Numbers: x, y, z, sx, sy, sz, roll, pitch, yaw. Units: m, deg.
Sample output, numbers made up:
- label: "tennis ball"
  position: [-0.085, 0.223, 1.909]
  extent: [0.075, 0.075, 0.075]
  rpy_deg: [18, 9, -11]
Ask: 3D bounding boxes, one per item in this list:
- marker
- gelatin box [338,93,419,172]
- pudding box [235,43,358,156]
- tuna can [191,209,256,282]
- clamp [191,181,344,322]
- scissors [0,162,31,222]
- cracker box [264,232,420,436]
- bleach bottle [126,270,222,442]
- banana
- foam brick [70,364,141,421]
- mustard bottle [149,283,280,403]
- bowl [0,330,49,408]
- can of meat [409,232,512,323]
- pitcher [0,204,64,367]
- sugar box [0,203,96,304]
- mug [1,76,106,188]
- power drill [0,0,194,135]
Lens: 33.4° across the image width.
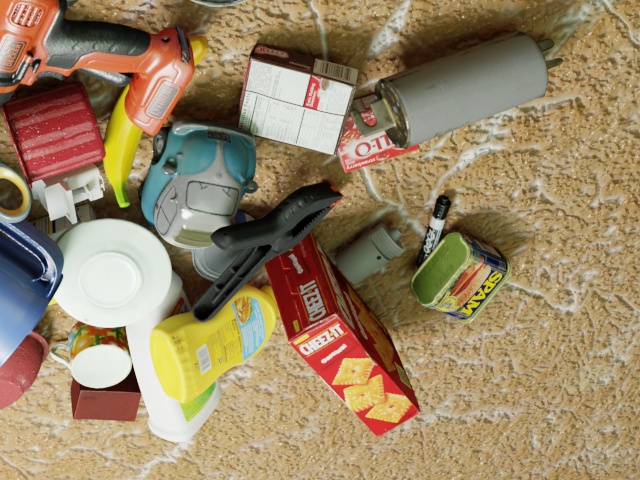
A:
- label: "marker"
  position: [0.135, -0.003, 1.293]
  extent: [0.020, 0.020, 0.121]
  rpy_deg: [1, 128, -17]
- label: "gelatin box"
  position: [0.059, -0.121, 1.167]
  extent: [0.089, 0.030, 0.073]
  rpy_deg: [-17, 131, -1]
- label: "pudding box"
  position: [-0.025, -0.144, 1.101]
  extent: [0.113, 0.039, 0.090]
  rpy_deg: [15, 126, -2]
- label: "tuna can"
  position: [-0.106, 0.006, 1.222]
  extent: [0.086, 0.034, 0.086]
  rpy_deg: [-8, 130, -10]
- label: "clamp"
  position: [-0.058, 0.001, 1.165]
  extent: [0.209, 0.036, 0.165]
  rpy_deg: [-34, 162, -38]
- label: "scissors"
  position: [-0.327, -0.095, 1.006]
  extent: [0.096, 0.202, 0.016]
  rpy_deg: [-4, 171, -24]
- label: "cracker box"
  position: [0.024, 0.107, 1.256]
  extent: [0.072, 0.164, 0.213]
  rpy_deg: [-31, 130, 8]
- label: "bleach bottle"
  position: [-0.186, 0.119, 1.254]
  extent: [0.068, 0.102, 0.251]
  rpy_deg: [15, 137, 29]
- label: "banana"
  position: [-0.174, -0.131, 1.072]
  extent: [0.037, 0.070, 0.198]
  rpy_deg: [-19, 143, -61]
- label: "foam brick"
  position: [-0.264, 0.186, 1.314]
  extent: [0.078, 0.051, 0.053]
  rpy_deg: [7, 125, -21]
- label: "mustard bottle"
  position: [-0.108, 0.103, 1.241]
  extent: [0.191, 0.058, 0.096]
  rpy_deg: [-31, 122, -38]
- label: "bowl"
  position: [-0.389, 0.154, 1.216]
  extent: [0.162, 0.055, 0.162]
  rpy_deg: [-11, 151, -6]
- label: "can of meat"
  position: [0.170, 0.044, 1.302]
  extent: [0.083, 0.057, 0.102]
  rpy_deg: [21, 114, -42]
- label: "pitcher"
  position: [-0.381, 0.013, 1.055]
  extent: [0.242, 0.145, 0.149]
  rpy_deg: [39, 75, -16]
- label: "sugar box"
  position: [-0.320, 0.029, 1.173]
  extent: [0.176, 0.048, 0.093]
  rpy_deg: [-18, 129, -5]
- label: "mug"
  position: [-0.265, -0.119, 1.047]
  extent: [0.081, 0.093, 0.117]
  rpy_deg: [-19, 93, -12]
- label: "power drill"
  position: [-0.221, -0.148, 0.950]
  extent: [0.187, 0.057, 0.185]
  rpy_deg: [8, 140, -34]
